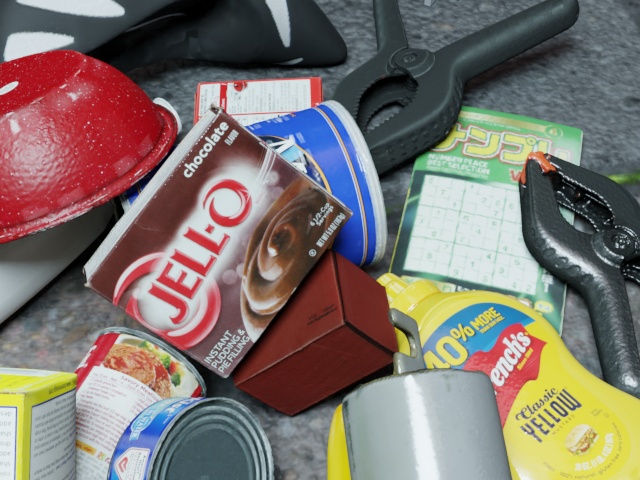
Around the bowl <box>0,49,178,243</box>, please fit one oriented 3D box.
[{"bbox_3d":[-0.164,-0.061,0.591,0.162,0.055,0.162,-14,30,8],"label":"bowl"}]

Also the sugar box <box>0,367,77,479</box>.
[{"bbox_3d":[-0.134,0.145,0.448,0.048,0.093,0.176,3,88,1],"label":"sugar box"}]

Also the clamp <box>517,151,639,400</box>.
[{"bbox_3d":[0.186,0.012,0.642,0.120,0.039,0.171,-13,60,-25],"label":"clamp"}]

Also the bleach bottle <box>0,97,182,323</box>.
[{"bbox_3d":[-0.181,-0.012,0.650,0.103,0.068,0.250,34,56,29],"label":"bleach bottle"}]

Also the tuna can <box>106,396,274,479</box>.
[{"bbox_3d":[-0.063,0.120,0.528,0.034,0.086,0.086,-4,42,40],"label":"tuna can"}]

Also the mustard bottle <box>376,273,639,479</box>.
[{"bbox_3d":[0.097,0.082,0.578,0.096,0.058,0.192,-37,59,-18],"label":"mustard bottle"}]

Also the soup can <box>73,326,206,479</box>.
[{"bbox_3d":[-0.112,0.105,0.552,0.068,0.068,0.102,19,54,15],"label":"soup can"}]

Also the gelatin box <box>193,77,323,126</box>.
[{"bbox_3d":[-0.042,-0.074,0.721,0.089,0.030,0.073,-3,51,1],"label":"gelatin box"}]

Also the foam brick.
[{"bbox_3d":[-0.006,0.052,0.584,0.078,0.051,0.053,-31,47,24],"label":"foam brick"}]

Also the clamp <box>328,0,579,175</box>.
[{"bbox_3d":[0.076,-0.115,0.736,0.165,0.036,0.209,8,51,29],"label":"clamp"}]

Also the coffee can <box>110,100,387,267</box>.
[{"bbox_3d":[-0.045,-0.015,0.627,0.140,0.103,0.103,-17,53,-14],"label":"coffee can"}]

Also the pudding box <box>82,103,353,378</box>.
[{"bbox_3d":[-0.053,0.001,0.550,0.113,0.090,0.039,-53,22,0],"label":"pudding box"}]
